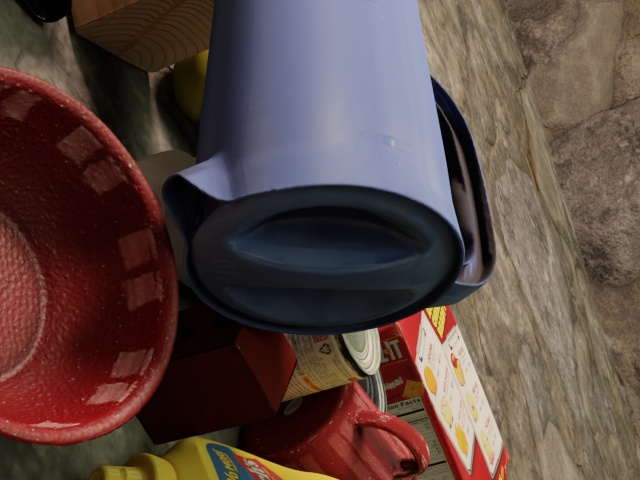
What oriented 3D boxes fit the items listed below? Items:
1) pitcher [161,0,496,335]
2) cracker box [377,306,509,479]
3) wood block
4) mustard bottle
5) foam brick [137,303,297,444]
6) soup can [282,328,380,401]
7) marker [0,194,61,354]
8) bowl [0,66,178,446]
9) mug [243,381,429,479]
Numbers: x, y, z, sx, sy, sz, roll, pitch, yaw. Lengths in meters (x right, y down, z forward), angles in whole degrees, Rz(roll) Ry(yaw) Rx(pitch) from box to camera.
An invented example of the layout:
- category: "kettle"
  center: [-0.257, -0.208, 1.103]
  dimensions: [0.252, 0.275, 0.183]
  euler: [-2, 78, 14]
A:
- category: "pitcher"
  center: [0.007, -0.078, 0.571]
  dimensions: [0.149, 0.145, 0.243]
  euler: [66, 19, -54]
- category: "cracker box"
  center: [0.091, 0.143, 0.923]
  dimensions: [0.213, 0.072, 0.164]
  euler: [66, 20, -11]
- category: "wood block"
  center: [-0.115, -0.227, 0.683]
  dimensions: [0.090, 0.091, 0.206]
  euler: [20, 54, -65]
- category: "mustard bottle"
  center: [-0.038, 0.149, 0.555]
  dimensions: [0.191, 0.058, 0.096]
  euler: [27, 20, -37]
- category: "foam brick"
  center: [-0.062, 0.069, 0.580]
  dimensions: [0.051, 0.078, 0.053]
  euler: [65, 21, -22]
- category: "soup can"
  center: [-0.023, 0.064, 0.649]
  dimensions: [0.068, 0.102, 0.068]
  euler: [52, 27, -42]
- category: "marker"
  center: [-0.144, 0.001, 0.510]
  dimensions: [0.020, 0.020, 0.121]
  euler: [7, 66, -68]
- category: "bowl"
  center: [-0.134, 0.011, 0.447]
  dimensions: [0.161, 0.055, 0.162]
  euler: [32, 47, -43]
- category: "mug"
  center: [0.013, 0.130, 0.674]
  dimensions: [0.081, 0.117, 0.093]
  euler: [54, 46, -28]
